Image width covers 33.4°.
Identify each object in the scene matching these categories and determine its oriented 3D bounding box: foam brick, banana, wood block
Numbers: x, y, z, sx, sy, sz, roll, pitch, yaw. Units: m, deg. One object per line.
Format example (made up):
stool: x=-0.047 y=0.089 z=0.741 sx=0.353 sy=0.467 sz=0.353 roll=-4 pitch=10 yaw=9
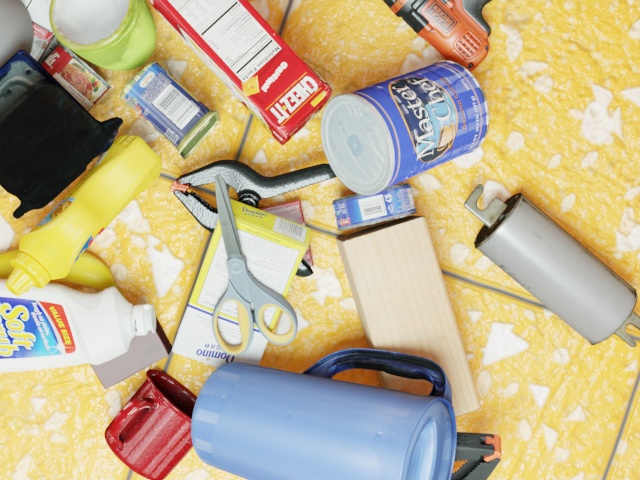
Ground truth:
foam brick: x=-0.202 y=0.113 z=1.118 sx=0.078 sy=0.051 sz=0.053 roll=-27 pitch=94 yaw=-3
banana: x=-0.304 y=0.040 z=1.115 sx=0.197 sy=0.037 sz=0.069 roll=-2 pitch=92 yaw=-4
wood block: x=0.090 y=0.084 z=1.120 sx=0.090 sy=0.091 sz=0.206 roll=-17 pitch=93 yaw=-4

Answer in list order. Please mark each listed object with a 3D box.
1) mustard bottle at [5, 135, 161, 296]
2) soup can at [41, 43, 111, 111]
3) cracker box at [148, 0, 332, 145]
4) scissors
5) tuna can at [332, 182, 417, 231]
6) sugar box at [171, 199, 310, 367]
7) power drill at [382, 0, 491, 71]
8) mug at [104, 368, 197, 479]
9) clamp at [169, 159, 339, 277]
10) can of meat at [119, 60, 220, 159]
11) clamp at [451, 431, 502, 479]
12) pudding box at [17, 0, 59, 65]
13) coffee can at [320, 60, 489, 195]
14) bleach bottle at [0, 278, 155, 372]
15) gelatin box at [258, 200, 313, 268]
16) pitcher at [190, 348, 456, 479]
mustard bottle: x=-0.241 y=-0.020 z=1.058 sx=0.058 sy=0.096 sz=0.191 roll=46 pitch=64 yaw=-14
soup can: x=-0.274 y=-0.143 z=1.097 sx=0.068 sy=0.068 sz=0.102 roll=42 pitch=89 yaw=-4
cracker box: x=-0.085 y=-0.197 z=1.062 sx=0.072 sy=0.164 sz=0.213 roll=-43 pitch=94 yaw=0
scissors: x=-0.063 y=0.031 z=1.042 sx=0.096 sy=0.016 sz=0.202 roll=8 pitch=121 yaw=0
tuna can: x=0.056 y=-0.035 z=1.116 sx=0.086 sy=0.086 sz=0.034 roll=-13 pitch=91 yaw=-4
sugar box: x=-0.082 y=0.052 z=1.093 sx=0.093 sy=0.048 sz=0.176 roll=21 pitch=121 yaw=-5
power drill: x=0.150 y=-0.301 z=1.131 sx=0.184 sy=0.057 sz=0.187 roll=44 pitch=91 yaw=-8
mug: x=-0.173 y=0.191 z=1.095 sx=0.093 sy=0.117 sz=0.081 roll=42 pitch=93 yaw=26
clamp: x=-0.065 y=-0.046 z=1.099 sx=0.171 sy=0.039 sz=0.120 roll=23 pitch=92 yaw=-6
can of meat: x=-0.153 y=-0.134 z=1.091 sx=0.084 sy=0.102 sz=0.057 roll=42 pitch=88 yaw=-2
clamp: x=0.086 y=0.242 z=1.094 sx=0.210 sy=0.036 sz=0.164 roll=-34 pitch=113 yaw=25
pudding box: x=-0.307 y=-0.240 z=1.107 sx=0.090 sy=0.039 sz=0.113 roll=29 pitch=88 yaw=-3
coffee can: x=0.086 y=-0.116 z=1.080 sx=0.140 sy=0.103 sz=0.103 roll=-24 pitch=94 yaw=-33
bleach bottle: x=-0.291 y=0.078 z=1.064 sx=0.251 sy=0.068 sz=0.102 roll=-4 pitch=89 yaw=1
gelatin box: x=-0.058 y=0.001 z=1.136 sx=0.089 sy=0.030 sz=0.073 roll=-12 pitch=92 yaw=-4
pitcher: x=0.005 y=0.183 z=1.033 sx=0.243 sy=0.149 sz=0.145 roll=10 pitch=105 yaw=28
